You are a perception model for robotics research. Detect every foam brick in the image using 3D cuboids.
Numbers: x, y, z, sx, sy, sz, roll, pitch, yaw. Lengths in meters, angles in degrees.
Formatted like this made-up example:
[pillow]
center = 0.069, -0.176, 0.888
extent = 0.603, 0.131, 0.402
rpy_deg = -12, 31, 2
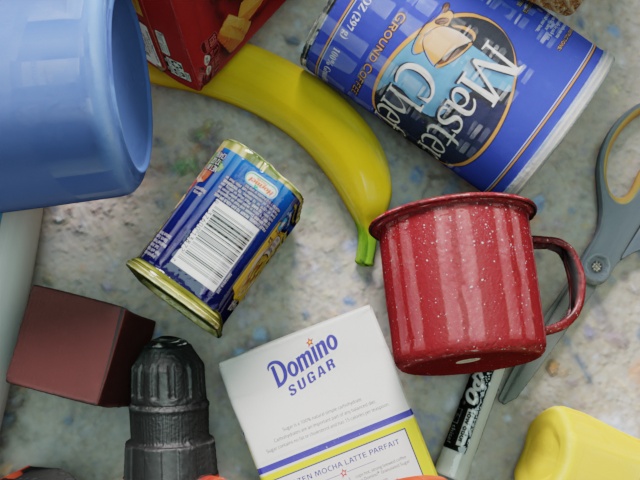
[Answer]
[foam brick]
center = -0.127, 0.058, 0.573
extent = 0.051, 0.078, 0.053
rpy_deg = 14, 81, 5

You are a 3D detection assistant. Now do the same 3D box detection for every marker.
[marker]
center = 0.095, 0.079, 0.612
extent = 0.020, 0.020, 0.121
rpy_deg = 22, 82, 0

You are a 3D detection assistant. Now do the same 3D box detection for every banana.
[banana]
center = -0.027, -0.071, 0.617
extent = 0.198, 0.037, 0.069
rpy_deg = 39, 82, 3

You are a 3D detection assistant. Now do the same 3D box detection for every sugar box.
[sugar box]
center = 0.016, 0.134, 0.589
extent = 0.093, 0.048, 0.176
rpy_deg = -20, 80, -4

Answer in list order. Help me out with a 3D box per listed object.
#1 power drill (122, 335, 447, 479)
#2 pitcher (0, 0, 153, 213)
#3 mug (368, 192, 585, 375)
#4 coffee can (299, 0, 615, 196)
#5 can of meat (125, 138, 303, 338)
[power drill]
center = -0.026, 0.143, 0.531
extent = 0.188, 0.057, 0.184
rpy_deg = 0, 93, 39
[pitcher]
center = -0.210, -0.076, 0.509
extent = 0.243, 0.149, 0.145
rpy_deg = -5, 60, 2
[mug]
center = 0.088, 0.026, 0.578
extent = 0.117, 0.093, 0.081
rpy_deg = -2, 74, -13
[coffee can]
center = 0.074, -0.099, 0.592
extent = 0.140, 0.103, 0.103
rpy_deg = 36, 82, 2
[can of meat]
center = -0.054, 0.001, 0.576
extent = 0.057, 0.102, 0.084
rpy_deg = 36, 80, 2
